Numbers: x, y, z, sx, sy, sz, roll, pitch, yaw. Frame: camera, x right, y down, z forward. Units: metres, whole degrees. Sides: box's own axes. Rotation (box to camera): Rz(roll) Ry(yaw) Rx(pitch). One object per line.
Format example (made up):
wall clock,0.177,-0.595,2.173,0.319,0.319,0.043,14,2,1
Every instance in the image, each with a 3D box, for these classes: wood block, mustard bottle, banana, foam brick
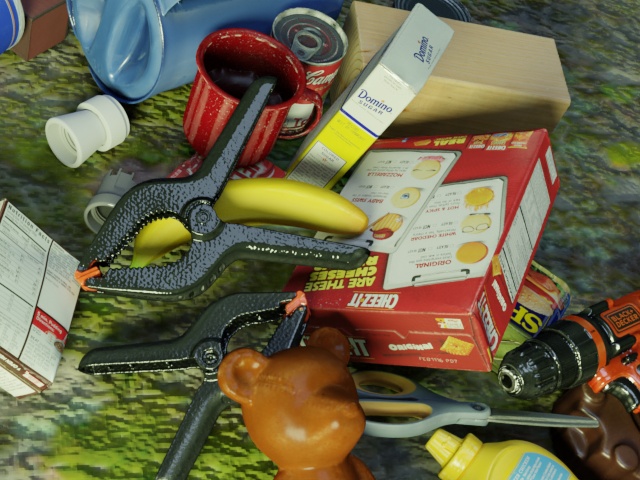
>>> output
wood block,0.120,-0.150,1.019,0.206,0.090,0.091,7,53,-15
mustard bottle,0.159,0.205,0.787,0.192,0.058,0.096,37,55,9
banana,-0.064,-0.016,0.842,0.198,0.037,0.069,-14,81,3
foam brick,-0.266,-0.209,0.943,0.078,0.053,0.051,39,51,11

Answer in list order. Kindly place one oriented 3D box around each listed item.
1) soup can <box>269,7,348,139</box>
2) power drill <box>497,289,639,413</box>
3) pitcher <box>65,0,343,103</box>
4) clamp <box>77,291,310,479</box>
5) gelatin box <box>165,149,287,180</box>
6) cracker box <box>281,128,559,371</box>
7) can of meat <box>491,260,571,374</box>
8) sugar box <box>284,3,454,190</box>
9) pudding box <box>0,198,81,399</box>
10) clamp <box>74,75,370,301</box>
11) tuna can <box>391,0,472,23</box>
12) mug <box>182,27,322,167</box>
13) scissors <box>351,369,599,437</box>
soup can,-0.023,-0.147,0.955,0.068,0.102,0.068,10,52,-13
power drill,0.242,0.131,0.799,0.184,0.057,0.188,-19,63,-33
pitcher,-0.088,-0.217,0.953,0.149,0.145,0.242,35,42,31
clamp,-0.076,0.100,0.762,0.171,0.039,0.120,-26,74,-3
gelatin box,-0.082,-0.046,0.904,0.073,0.030,0.089,35,51,7
cracker box,0.084,0.003,0.854,0.164,0.072,0.213,0,42,31
can of meat,0.152,0.054,0.900,0.102,0.058,0.083,36,48,8
sugar box,0.038,-0.111,0.900,0.048,0.177,0.093,38,50,-9
pudding box,-0.217,0.041,0.753,0.090,0.039,0.113,47,34,-39
clamp,-0.087,-0.024,0.795,0.210,0.036,0.164,-20,79,-9
tuna can,0.112,-0.225,1.108,0.086,0.034,0.086,10,52,-13
mug,-0.056,-0.114,0.892,0.117,0.082,0.093,8,50,-18
scissors,0.105,0.124,0.824,0.201,0.016,0.096,0,21,-21
